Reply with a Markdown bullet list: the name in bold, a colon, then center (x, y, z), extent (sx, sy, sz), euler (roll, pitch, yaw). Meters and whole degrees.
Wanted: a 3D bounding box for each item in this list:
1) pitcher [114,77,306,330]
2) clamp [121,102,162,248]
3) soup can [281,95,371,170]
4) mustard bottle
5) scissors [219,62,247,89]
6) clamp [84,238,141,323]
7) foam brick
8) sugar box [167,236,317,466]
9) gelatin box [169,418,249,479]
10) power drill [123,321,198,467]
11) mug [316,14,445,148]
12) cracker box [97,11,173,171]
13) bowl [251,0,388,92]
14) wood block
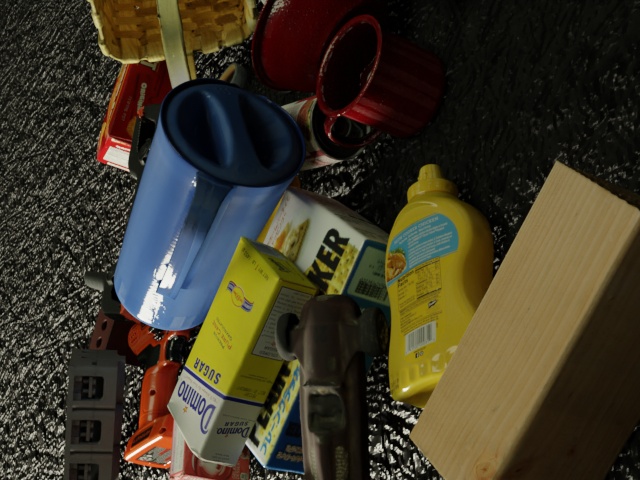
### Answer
- **pitcher**: center (-0.118, -0.017, 0.998), extent (0.145, 0.148, 0.243), euler (53, 138, 24)
- **clamp**: center (-0.171, -0.097, 1.161), extent (0.165, 0.036, 0.210), euler (-49, 32, 27)
- **soup can**: center (-0.008, -0.105, 1.034), extent (0.102, 0.068, 0.068), euler (-7, 69, 57)
- **mustard bottle**: center (0.091, 0.026, 0.821), extent (0.096, 0.058, 0.191), euler (-33, 48, 44)
- **scissors**: center (-0.127, -0.095, 1.145), extent (0.202, 0.016, 0.096), euler (-60, 32, 18)
- **clamp**: center (-0.227, 0.034, 1.256), extent (0.120, 0.039, 0.172), euler (-60, 32, 9)
- **foam brick**: center (-0.242, 0.109, 1.305), extent (0.053, 0.051, 0.078), euler (10, 82, 58)
- **sugar box**: center (-0.072, 0.095, 0.921), extent (0.176, 0.048, 0.093), euler (-64, 32, 11)
- **gelatin box**: center (-0.104, 0.190, 1.026), extent (0.030, 0.073, 0.089), euler (-32, 49, 47)
- **power drill**: center (-0.157, 0.138, 1.154), extent (0.185, 0.057, 0.187), euler (-41, 40, 46)
- **mug**: center (0.049, -0.131, 0.944), extent (0.117, 0.081, 0.093), euler (-58, 34, 22)
- **cracker box**: center (-0.228, -0.182, 1.361), extent (0.214, 0.072, 0.164), euler (167, 119, -74)
- **bowl**: center (0.013, -0.197, 1.001), extent (0.055, 0.161, 0.162), euler (40, 111, 26)
- **wood block**: center (0.154, 0.068, 0.671), extent (0.206, 0.090, 0.091), euler (-64, 32, 13)
